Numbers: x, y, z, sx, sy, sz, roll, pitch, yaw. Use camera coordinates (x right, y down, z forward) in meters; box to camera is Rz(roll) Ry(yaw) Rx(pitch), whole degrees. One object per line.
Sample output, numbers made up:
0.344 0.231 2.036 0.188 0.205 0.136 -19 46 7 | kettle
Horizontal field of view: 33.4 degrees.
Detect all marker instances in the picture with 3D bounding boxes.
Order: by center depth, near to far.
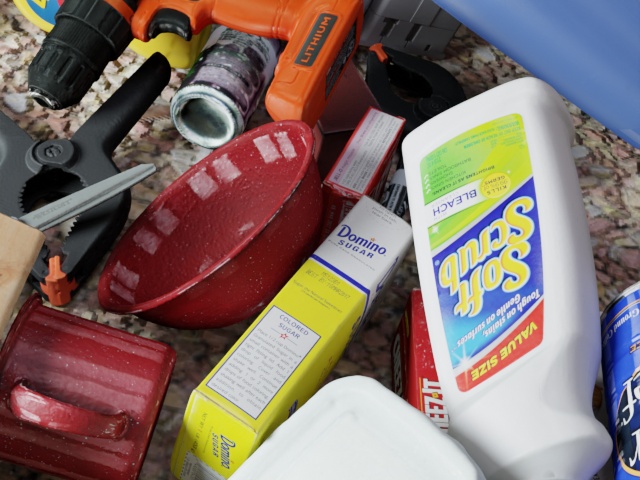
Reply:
0.048 -0.019 0.719 0.020 0.020 0.121 20 61 5 | marker

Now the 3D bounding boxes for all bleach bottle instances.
0.105 0.033 0.556 0.103 0.068 0.251 -24 48 22 | bleach bottle

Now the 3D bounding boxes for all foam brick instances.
0.007 -0.087 0.770 0.052 0.051 0.078 -9 51 -22 | foam brick

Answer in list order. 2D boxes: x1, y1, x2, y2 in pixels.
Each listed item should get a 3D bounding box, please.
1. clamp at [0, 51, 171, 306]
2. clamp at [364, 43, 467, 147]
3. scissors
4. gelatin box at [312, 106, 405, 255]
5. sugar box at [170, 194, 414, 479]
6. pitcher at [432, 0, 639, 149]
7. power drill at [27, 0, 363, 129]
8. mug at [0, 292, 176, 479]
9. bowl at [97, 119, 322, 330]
-0.165 -0.052 0.703 0.164 0.036 0.210 -11 53 -12 | clamp
0.079 -0.080 0.790 0.120 0.039 0.172 -29 56 -31 | clamp
-0.204 -0.009 0.641 0.201 0.016 0.096 -40 57 -22 | scissors
0.024 -0.034 0.709 0.030 0.073 0.089 22 47 7 | gelatin box
-0.012 0.060 0.600 0.048 0.093 0.176 35 50 11 | sugar box
0.190 -0.180 0.806 0.242 0.145 0.149 35 56 -16 | pitcher
-0.079 -0.137 0.708 0.188 0.057 0.184 25 71 9 | power drill
-0.124 0.082 0.546 0.081 0.117 0.093 18 84 -4 | mug
-0.054 0.001 0.637 0.055 0.162 0.162 50 42 -24 | bowl
